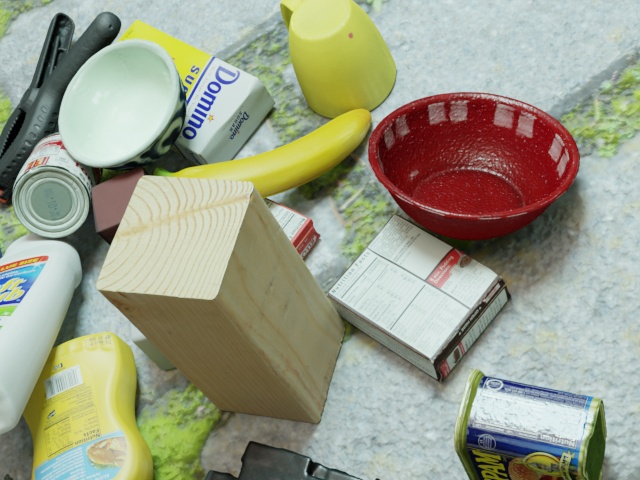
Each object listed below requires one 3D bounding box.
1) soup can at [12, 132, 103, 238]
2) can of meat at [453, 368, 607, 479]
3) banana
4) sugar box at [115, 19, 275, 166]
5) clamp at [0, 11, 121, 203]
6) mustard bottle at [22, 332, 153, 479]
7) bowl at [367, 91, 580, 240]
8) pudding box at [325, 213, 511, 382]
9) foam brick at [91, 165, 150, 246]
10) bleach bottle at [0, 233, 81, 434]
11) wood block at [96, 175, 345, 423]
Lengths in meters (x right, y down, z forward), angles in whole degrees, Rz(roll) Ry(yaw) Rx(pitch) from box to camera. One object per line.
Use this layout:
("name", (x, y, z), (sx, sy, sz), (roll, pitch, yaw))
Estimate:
("soup can", (-0.233, -0.051, 0.951), (0.068, 0.068, 0.102), (-25, 22, 5))
("can of meat", (0.141, 0.132, 0.703), (0.084, 0.102, 0.057), (9, 62, 23))
("banana", (-0.041, -0.068, 0.907), (0.197, 0.037, 0.070), (-15, 52, -10))
("sugar box", (-0.137, -0.138, 1.009), (0.176, 0.048, 0.093), (28, 76, 34))
("clamp", (-0.273, -0.137, 1.044), (0.210, 0.036, 0.165), (-60, 30, 2))
("mustard bottle", (-0.178, 0.170, 0.826), (0.096, 0.058, 0.192), (-24, 54, 7))
("bowl", (0.117, -0.050, 0.834), (0.162, 0.055, 0.162), (-2, 42, 1))
("pudding box", (0.074, 0.042, 0.823), (0.114, 0.039, 0.090), (32, 74, 35))
("foam brick", (-0.155, -0.016, 0.922), (0.051, 0.078, 0.053), (-23, 54, 8))
("bleach bottle", (-0.260, 0.061, 0.871), (0.102, 0.068, 0.250), (-11, 28, 9))
("wood block", (-0.062, 0.048, 0.767), (0.091, 0.206, 0.090), (5, 61, 24))
